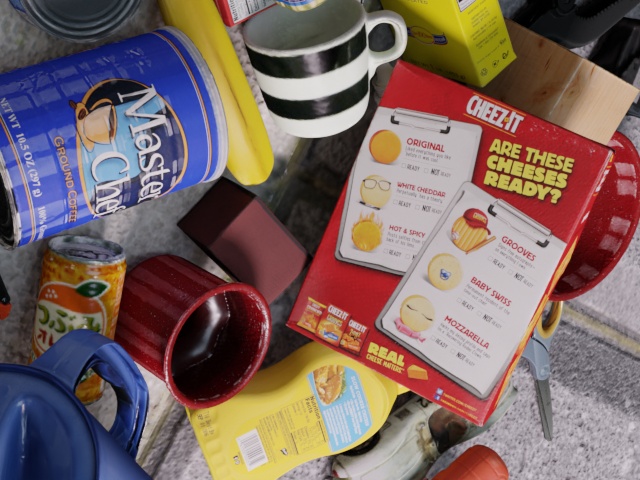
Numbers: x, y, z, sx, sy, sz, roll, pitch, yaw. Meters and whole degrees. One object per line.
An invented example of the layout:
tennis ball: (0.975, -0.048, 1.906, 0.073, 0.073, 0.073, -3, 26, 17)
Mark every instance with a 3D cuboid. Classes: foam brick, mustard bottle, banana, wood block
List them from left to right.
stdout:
banana: (-0.071, -0.107, 0.714, 0.037, 0.070, 0.198, -27, 125, -9)
foam brick: (-0.055, 0.001, 0.780, 0.051, 0.053, 0.078, -49, 128, -9)
mustard bottle: (-0.004, 0.127, 0.838, 0.191, 0.058, 0.096, -22, 117, -9)
wood block: (0.147, -0.058, 0.852, 0.090, 0.090, 0.206, 15, 109, -44)

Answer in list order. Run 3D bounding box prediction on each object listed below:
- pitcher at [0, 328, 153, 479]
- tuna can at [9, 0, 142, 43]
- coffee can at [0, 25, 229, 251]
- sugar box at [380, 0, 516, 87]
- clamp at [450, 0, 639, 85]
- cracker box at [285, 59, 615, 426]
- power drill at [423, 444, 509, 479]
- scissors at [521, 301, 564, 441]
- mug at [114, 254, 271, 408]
pitcher: (-0.162, 0.167, 0.679, 0.149, 0.145, 0.243, -20, 155, -1)
tuna can: (-0.151, -0.166, 0.651, 0.086, 0.034, 0.086, -15, 117, -30)
coffee can: (-0.142, -0.065, 0.656, 0.140, 0.103, 0.103, -22, 121, -27)
sugar box: (0.073, -0.198, 0.759, 0.048, 0.093, 0.176, -42, 128, -16)
clamp: (0.187, -0.211, 0.872, 0.209, 0.036, 0.164, -18, 122, -26)
cracker box: (0.093, 0.000, 0.775, 0.214, 0.164, 0.072, -67, 165, 11)
power drill: (0.102, 0.289, 0.981, 0.184, 0.057, 0.187, -37, 146, -15)
scissors: (0.200, 0.124, 1.041, 0.096, 0.016, 0.202, -13, 117, -29)
mug: (-0.088, 0.063, 0.759, 0.117, 0.082, 0.093, 25, 90, -49)
